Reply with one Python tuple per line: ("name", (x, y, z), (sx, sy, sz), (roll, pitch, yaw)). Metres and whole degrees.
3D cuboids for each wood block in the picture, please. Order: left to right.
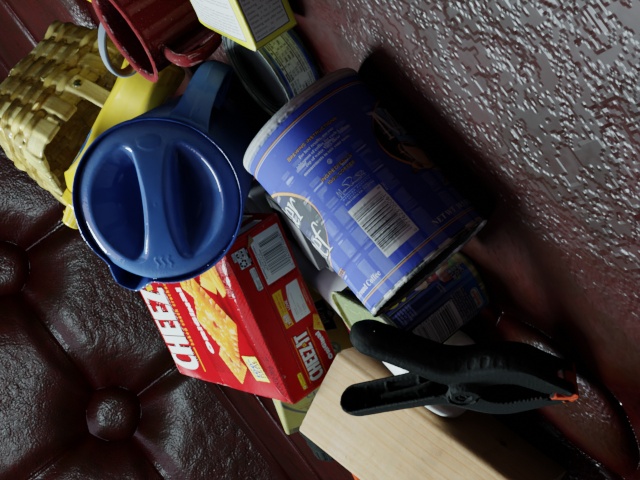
("wood block", (0.097, 0.184, 0.943), (0.206, 0.090, 0.090), (35, -159, 25))

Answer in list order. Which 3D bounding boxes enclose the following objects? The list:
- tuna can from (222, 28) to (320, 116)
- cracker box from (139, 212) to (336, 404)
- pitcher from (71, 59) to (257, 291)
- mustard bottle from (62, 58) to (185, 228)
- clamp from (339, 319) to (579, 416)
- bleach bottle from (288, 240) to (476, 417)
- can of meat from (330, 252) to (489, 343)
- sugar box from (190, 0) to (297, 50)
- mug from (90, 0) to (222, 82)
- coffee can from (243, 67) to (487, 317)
("tuna can", (-0.037, -0.136, 0.828), (0.086, 0.033, 0.086), (47, 164, 17))
("cracker box", (-0.093, 0.059, 1.022), (0.214, 0.072, 0.164), (2, 120, 54))
("pitcher", (-0.114, -0.070, 0.923), (0.242, 0.149, 0.145), (-79, -35, -73))
("mustard bottle", (-0.203, -0.097, 1.057), (0.058, 0.192, 0.096), (29, -171, -5))
("clamp", (0.093, 0.101, 0.763), (0.171, 0.039, 0.120), (10, 152, -7))
("bleach bottle", (0.041, 0.053, 0.956), (0.251, 0.068, 0.102), (42, -179, 40))
("can of meat", (0.071, 0.046, 0.832), (0.057, 0.084, 0.102), (59, 164, -25))
("sugar box", (-0.083, -0.225, 0.740), (0.093, 0.048, 0.176), (36, 154, 48))
("mug", (-0.125, -0.186, 0.882), (0.117, 0.081, 0.093), (43, 163, 33))
("coffee can", (0.030, -0.033, 0.733), (0.140, 0.102, 0.103), (49, 165, 10))
